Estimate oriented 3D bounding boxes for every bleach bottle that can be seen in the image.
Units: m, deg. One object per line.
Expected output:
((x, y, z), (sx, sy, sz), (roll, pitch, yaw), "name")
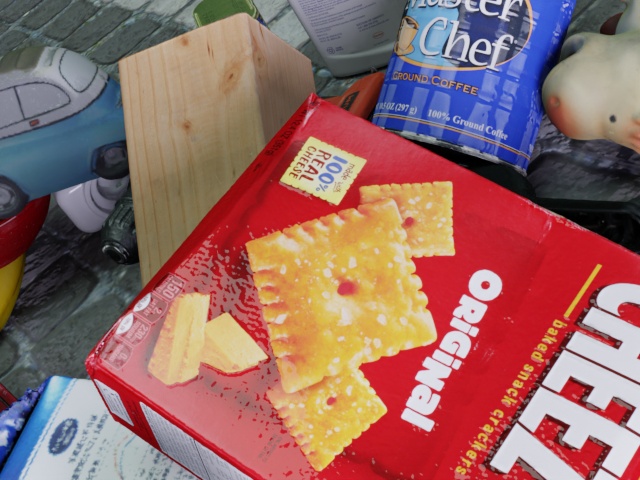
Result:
((-0.004, -0.246, 0.815), (0.103, 0.250, 0.068), (-15, 39, 25), "bleach bottle")

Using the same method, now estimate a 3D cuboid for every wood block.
((-0.047, -0.011, 0.618), (0.090, 0.090, 0.206), (-16, 74, 23), "wood block")

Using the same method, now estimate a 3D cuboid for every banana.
((-0.277, 0.035, 0.882), (0.070, 0.037, 0.197), (-17, 38, 19), "banana")

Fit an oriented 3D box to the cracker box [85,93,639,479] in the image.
((0.037, 0.052, 0.438), (0.214, 0.072, 0.164), (29, 65, 22), "cracker box")

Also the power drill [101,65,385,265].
((-0.046, -0.053, 0.735), (0.188, 0.057, 0.184), (1, 46, 35), "power drill")

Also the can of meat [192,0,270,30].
((-0.063, -0.162, 0.908), (0.057, 0.084, 0.102), (-31, 35, 4), "can of meat")

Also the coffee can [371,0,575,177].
((0.097, -0.119, 0.660), (0.103, 0.102, 0.140), (17, 91, 48), "coffee can")

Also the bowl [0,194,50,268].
((-0.283, -0.016, 0.866), (0.162, 0.055, 0.162), (-11, 35, 8), "bowl")
